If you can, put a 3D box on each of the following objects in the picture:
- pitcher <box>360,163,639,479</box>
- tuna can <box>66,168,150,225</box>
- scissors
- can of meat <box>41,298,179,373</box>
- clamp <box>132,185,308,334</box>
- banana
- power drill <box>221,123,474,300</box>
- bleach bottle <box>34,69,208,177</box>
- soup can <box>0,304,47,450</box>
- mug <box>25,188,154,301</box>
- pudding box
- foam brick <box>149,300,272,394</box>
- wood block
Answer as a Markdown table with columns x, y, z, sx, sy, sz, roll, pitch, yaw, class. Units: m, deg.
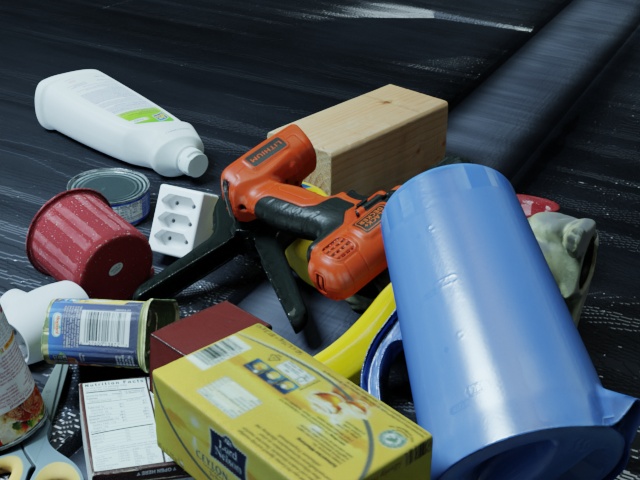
| x | y | z | sx | sy | sz | roll | pitch | yaw | class |
| --- | --- | --- | --- | --- | --- | --- | --- | --- | --- |
| 0.108 | 0.070 | 0.764 | 0.149 | 0.145 | 0.243 | 0 | 50 | -15 | pitcher |
| -0.222 | -0.044 | 1.125 | 0.086 | 0.034 | 0.086 | 1 | 29 | -1 | tuna can |
| -0.194 | 0.148 | 0.790 | 0.096 | 0.016 | 0.201 | 6 | 29 | 14 | scissors |
| -0.167 | 0.074 | 0.858 | 0.084 | 0.057 | 0.102 | 3 | -3 | 7 | can of meat |
| -0.056 | 0.001 | 0.984 | 0.165 | 0.036 | 0.209 | 12 | 50 | 23 | clamp |
| 0.001 | 0.092 | 0.839 | 0.197 | 0.037 | 0.070 | -25 | 74 | -9 | banana |
| 0.019 | -0.041 | 0.932 | 0.184 | 0.057 | 0.188 | -36 | 43 | -28 | power drill |
| -0.228 | -0.130 | 1.256 | 0.102 | 0.068 | 0.251 | -23 | 39 | -38 | bleach bottle |
| -0.249 | 0.095 | 0.776 | 0.068 | 0.102 | 0.068 | -14 | 23 | 6 | soup can |
| -0.200 | 0.014 | 0.979 | 0.082 | 0.093 | 0.117 | 34 | 5 | 37 | mug |
| -0.128 | 0.144 | 0.781 | 0.090 | 0.039 | 0.113 | -6 | 28 | -14 | pudding box |
| -0.081 | 0.087 | 0.792 | 0.051 | 0.053 | 0.078 | 27 | 36 | 37 | foam brick |
| 0.044 | -0.097 | 1.182 | 0.091 | 0.090 | 0.205 | 23 | 35 | 36 | wood block |
